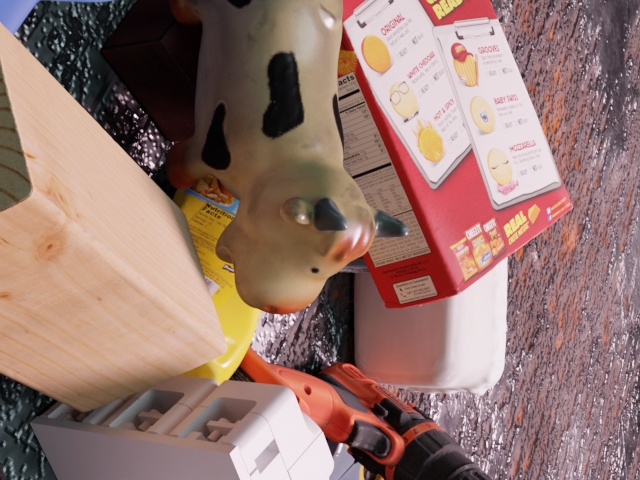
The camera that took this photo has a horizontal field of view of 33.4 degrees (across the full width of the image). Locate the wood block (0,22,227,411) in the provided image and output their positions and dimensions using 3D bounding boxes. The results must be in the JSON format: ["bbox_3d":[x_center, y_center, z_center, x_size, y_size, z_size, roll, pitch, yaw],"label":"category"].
[{"bbox_3d":[-0.127,0.001,0.484,0.206,0.090,0.091,54,15,-64],"label":"wood block"}]

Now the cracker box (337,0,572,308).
[{"bbox_3d":[0.067,-0.083,0.704,0.163,0.072,0.213,-30,99,-46],"label":"cracker box"}]

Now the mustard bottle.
[{"bbox_3d":[-0.054,0.001,0.661,0.191,0.096,0.058,-53,171,-41],"label":"mustard bottle"}]

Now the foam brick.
[{"bbox_3d":[-0.083,-0.107,0.652,0.078,0.053,0.051,56,47,-37],"label":"foam brick"}]

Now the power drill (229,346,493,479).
[{"bbox_3d":[0.014,0.124,0.687,0.187,0.185,0.057,26,94,-44],"label":"power drill"}]
